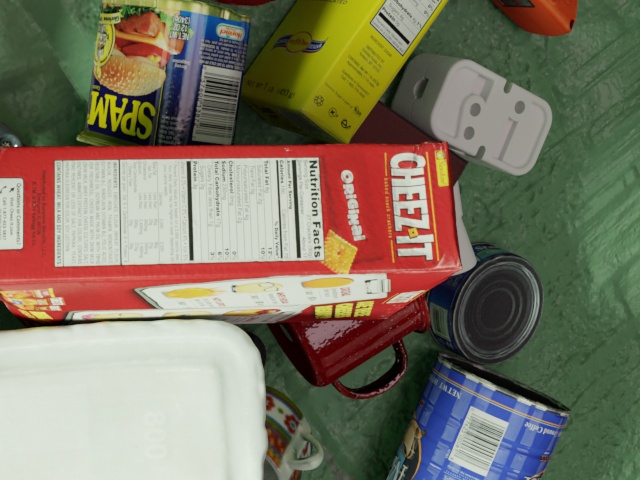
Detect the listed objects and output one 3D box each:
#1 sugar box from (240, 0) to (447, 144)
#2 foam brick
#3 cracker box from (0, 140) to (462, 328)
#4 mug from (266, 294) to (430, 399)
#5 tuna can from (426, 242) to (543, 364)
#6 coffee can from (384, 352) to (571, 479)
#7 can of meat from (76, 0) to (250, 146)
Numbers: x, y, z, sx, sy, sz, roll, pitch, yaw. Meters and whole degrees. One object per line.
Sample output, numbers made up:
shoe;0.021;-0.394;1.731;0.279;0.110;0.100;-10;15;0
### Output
sugar box;0.029;-0.143;0.637;0.048;0.093;0.176;35;85;-33
foam brick;0.045;-0.048;0.681;0.078;0.053;0.051;34;85;-5
cracker box;-0.054;0.001;0.549;0.213;0.164;0.072;-2;79;-9
mug;0.015;0.050;0.686;0.081;0.093;0.117;-31;112;-14
tuna can;0.121;0.047;0.779;0.086;0.034;0.086;-8;108;-28
coffee can;0.104;0.164;0.762;0.102;0.103;0.140;21;92;-33
can of meat;-0.085;-0.088;0.583;0.057;0.102;0.084;3;100;-41
